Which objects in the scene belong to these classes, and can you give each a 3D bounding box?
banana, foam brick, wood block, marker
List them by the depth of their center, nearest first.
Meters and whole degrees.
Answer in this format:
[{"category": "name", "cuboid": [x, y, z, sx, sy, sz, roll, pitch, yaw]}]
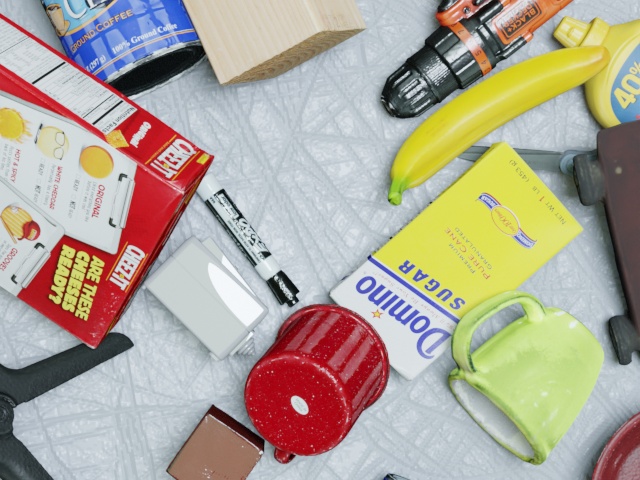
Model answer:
[{"category": "wood block", "cuboid": [-0.059, -0.226, 0.769, 0.091, 0.090, 0.206, -24, 91, 28]}, {"category": "foam brick", "cuboid": [-0.075, 0.159, 0.788, 0.051, 0.078, 0.053, 36, 86, 0]}, {"category": "banana", "cuboid": [0.126, -0.092, 0.813, 0.198, 0.070, 0.037, -36, 126, 1]}, {"category": "marker", "cuboid": [-0.055, 0.001, 0.825, 0.020, 0.020, 0.121, -37, 90, -4]}]

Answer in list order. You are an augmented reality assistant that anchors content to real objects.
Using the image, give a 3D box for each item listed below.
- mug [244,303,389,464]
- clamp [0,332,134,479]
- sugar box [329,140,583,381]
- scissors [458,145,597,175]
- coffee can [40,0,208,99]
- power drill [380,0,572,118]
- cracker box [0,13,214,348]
[{"category": "mug", "cuboid": [-0.009, 0.113, 0.780, 0.093, 0.081, 0.117, 27, 115, 9]}, {"category": "clamp", "cuboid": [-0.223, 0.115, 0.742, 0.209, 0.036, 0.164, 27, 58, -32]}, {"category": "sugar box", "cuboid": [0.101, 0.016, 0.812, 0.176, 0.048, 0.093, -42, 90, 0]}, {"category": "scissors", "cuboid": [0.207, -0.074, 0.815, 0.202, 0.016, 0.096, 20, 120, 4]}, {"category": "coffee can", "cuboid": [-0.154, -0.184, 0.787, 0.103, 0.103, 0.140, -26, 89, -4]}, {"category": "power drill", "cuboid": [0.085, -0.207, 0.799, 0.184, 0.057, 0.187, -38, 113, 1]}, {"category": "cracker box", "cuboid": [-0.205, -0.049, 0.758, 0.213, 0.072, 0.164, 34, 124, -2]}]
